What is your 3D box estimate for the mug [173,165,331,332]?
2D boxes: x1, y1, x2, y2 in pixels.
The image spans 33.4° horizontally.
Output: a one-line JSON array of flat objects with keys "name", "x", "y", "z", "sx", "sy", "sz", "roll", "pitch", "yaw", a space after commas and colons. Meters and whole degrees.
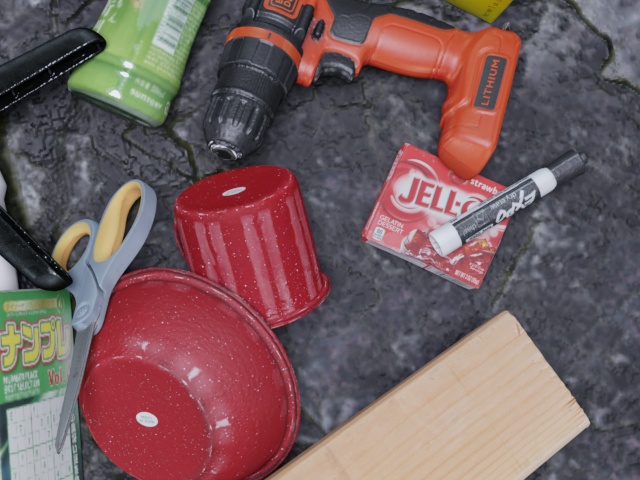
[{"name": "mug", "x": -0.055, "y": 0.001, "z": 0.697, "sx": 0.093, "sy": 0.117, "sz": 0.081, "roll": -31, "pitch": 119, "yaw": -36}]

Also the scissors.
[{"name": "scissors", "x": -0.155, "y": 0.046, "z": 0.670, "sx": 0.016, "sy": 0.096, "sz": 0.201, "roll": 43, "pitch": 48, "yaw": -34}]

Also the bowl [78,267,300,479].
[{"name": "bowl", "x": -0.096, "y": 0.101, "z": 0.670, "sx": 0.162, "sy": 0.055, "sz": 0.162, "roll": 10, "pitch": 116, "yaw": 21}]

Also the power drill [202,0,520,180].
[{"name": "power drill", "x": 0.029, "y": -0.108, "z": 0.707, "sx": 0.187, "sy": 0.057, "sz": 0.184, "roll": 21, "pitch": 67, "yaw": -5}]

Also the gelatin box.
[{"name": "gelatin box", "x": 0.082, "y": -0.017, "z": 0.740, "sx": 0.089, "sy": 0.030, "sz": 0.073, "roll": 25, "pitch": 85, "yaw": -3}]

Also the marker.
[{"name": "marker", "x": 0.128, "y": -0.027, "z": 0.720, "sx": 0.121, "sy": 0.020, "sz": 0.020, "roll": -30, "pitch": 90, "yaw": -8}]

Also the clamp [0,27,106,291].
[{"name": "clamp", "x": -0.239, "y": -0.050, "z": 0.665, "sx": 0.210, "sy": 0.036, "sz": 0.164, "roll": 0, "pitch": 83, "yaw": 4}]

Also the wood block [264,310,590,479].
[{"name": "wood block", "x": 0.053, "y": 0.141, "z": 0.663, "sx": 0.205, "sy": 0.090, "sz": 0.091, "roll": -31, "pitch": 81, "yaw": -26}]
